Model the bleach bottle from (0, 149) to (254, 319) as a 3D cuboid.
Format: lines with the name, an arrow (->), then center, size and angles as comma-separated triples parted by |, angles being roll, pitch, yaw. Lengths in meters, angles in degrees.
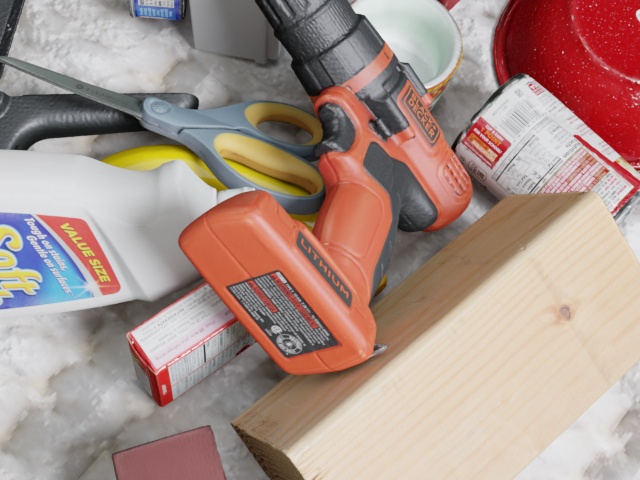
bleach bottle -> -0.158, -0.008, 0.559 | 0.251, 0.102, 0.068 | -6, 31, 0

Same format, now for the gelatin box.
gelatin box -> -0.059, 0.046, 0.575 | 0.089, 0.073, 0.030 | -35, 76, -17

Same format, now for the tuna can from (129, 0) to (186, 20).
tuna can -> -0.098, -0.179, 0.654 | 0.033, 0.086, 0.086 | 3, 68, -6

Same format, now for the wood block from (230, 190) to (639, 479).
wood block -> 0.069, 0.070, 0.554 | 0.206, 0.090, 0.091 | -38, 104, -18

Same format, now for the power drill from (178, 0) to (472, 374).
power drill -> 0.002, -0.040, 0.547 | 0.184, 0.057, 0.187 | 51, 43, -21

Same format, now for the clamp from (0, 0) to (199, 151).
clamp -> -0.188, -0.076, 0.632 | 0.164, 0.036, 0.209 | 41, 71, 7

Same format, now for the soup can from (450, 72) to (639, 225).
soup can -> 0.136, -0.042, 0.632 | 0.068, 0.068, 0.102 | -42, 77, -19

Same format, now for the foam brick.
foam brick -> -0.071, 0.132, 0.539 | 0.051, 0.078, 0.053 | -15, 70, -9

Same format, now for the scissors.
scissors -> -0.078, -0.078, 0.622 | 0.202, 0.016, 0.096 | 30, 41, 10

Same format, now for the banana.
banana -> -0.054, -0.017, 0.622 | 0.198, 0.037, 0.069 | 12, 74, -1

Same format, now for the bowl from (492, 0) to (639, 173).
bowl -> 0.195, -0.126, 0.678 | 0.162, 0.055, 0.162 | 2, 68, -5
